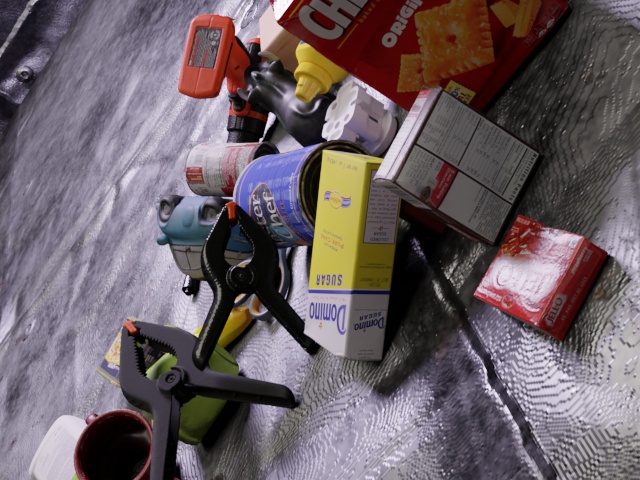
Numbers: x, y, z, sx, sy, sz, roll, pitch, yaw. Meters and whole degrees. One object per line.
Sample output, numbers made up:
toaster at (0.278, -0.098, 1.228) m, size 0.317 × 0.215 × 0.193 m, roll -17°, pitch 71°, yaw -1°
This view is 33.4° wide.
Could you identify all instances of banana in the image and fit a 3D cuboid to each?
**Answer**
banana at (-0.143, 0.149, 1.213) m, size 0.070 × 0.037 × 0.198 m, roll 35°, pitch 99°, yaw 34°

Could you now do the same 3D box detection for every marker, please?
marker at (-0.163, 0.022, 1.389) m, size 0.020 × 0.020 × 0.121 m, roll -37°, pitch 34°, yaw 39°

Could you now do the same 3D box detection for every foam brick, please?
foam brick at (0.088, -0.045, 0.971) m, size 0.053 × 0.051 × 0.078 m, roll -61°, pitch 26°, yaw -1°

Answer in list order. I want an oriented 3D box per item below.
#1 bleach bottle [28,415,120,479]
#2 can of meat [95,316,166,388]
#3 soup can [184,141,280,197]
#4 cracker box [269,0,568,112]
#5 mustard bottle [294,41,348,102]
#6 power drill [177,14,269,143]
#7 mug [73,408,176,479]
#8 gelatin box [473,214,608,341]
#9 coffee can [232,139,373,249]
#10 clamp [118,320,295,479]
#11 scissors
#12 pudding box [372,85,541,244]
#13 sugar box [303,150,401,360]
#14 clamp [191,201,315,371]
bleach bottle at (-0.278, 0.293, 1.279) m, size 0.251 × 0.068 × 0.102 m, roll 20°, pitch 82°, yaw 61°
can of meat at (-0.230, 0.146, 1.344) m, size 0.084 × 0.057 × 0.102 m, roll -62°, pitch 27°, yaw -8°
soup can at (-0.105, -0.085, 1.293) m, size 0.102 × 0.068 × 0.068 m, roll 3°, pitch 63°, yaw 31°
cracker box at (0.088, -0.211, 0.952) m, size 0.164 × 0.213 × 0.072 m, roll -49°, pitch 28°, yaw 22°
mustard bottle at (0.023, -0.231, 1.160) m, size 0.096 × 0.058 × 0.191 m, roll 3°, pitch 60°, yaw 54°
power drill at (-0.113, -0.187, 1.333) m, size 0.057 × 0.187 × 0.184 m, roll 7°, pitch 82°, yaw 17°
mug at (-0.214, 0.232, 1.154) m, size 0.093 × 0.081 × 0.117 m, roll -46°, pitch 59°, yaw -10°
gelatin box at (0.162, 0.026, 0.794) m, size 0.073 × 0.030 × 0.089 m, roll -61°, pitch 26°, yaw 0°
coffee can at (-0.014, -0.044, 1.094) m, size 0.141 × 0.102 × 0.102 m, roll -5°, pitch 60°, yaw 59°
clamp at (-0.147, 0.156, 1.062) m, size 0.164 × 0.036 × 0.210 m, roll -43°, pitch 52°, yaw -16°
scissors at (-0.058, 0.001, 1.199) m, size 0.096 × 0.016 × 0.201 m, roll -9°, pitch 54°, yaw 31°
pudding box at (0.113, -0.061, 0.874) m, size 0.090 × 0.113 × 0.039 m, roll -62°, pitch 23°, yaw -4°
sugar box at (0.028, 0.012, 0.958) m, size 0.093 × 0.048 × 0.176 m, roll -156°, pitch 72°, yaw -64°
clamp at (-0.085, 0.048, 1.063) m, size 0.039 × 0.120 × 0.171 m, roll 104°, pitch 148°, yaw -66°
